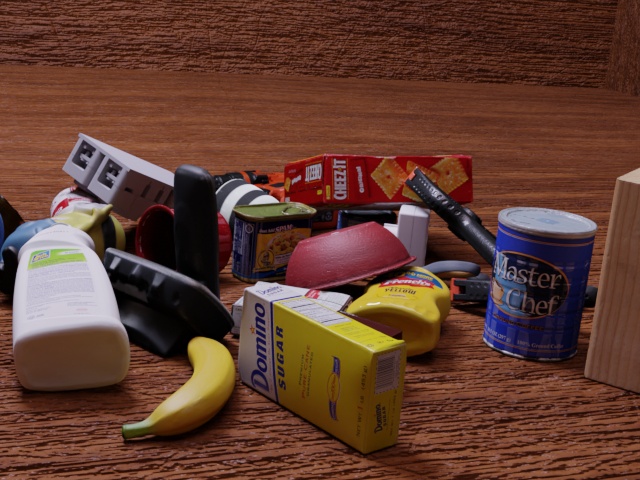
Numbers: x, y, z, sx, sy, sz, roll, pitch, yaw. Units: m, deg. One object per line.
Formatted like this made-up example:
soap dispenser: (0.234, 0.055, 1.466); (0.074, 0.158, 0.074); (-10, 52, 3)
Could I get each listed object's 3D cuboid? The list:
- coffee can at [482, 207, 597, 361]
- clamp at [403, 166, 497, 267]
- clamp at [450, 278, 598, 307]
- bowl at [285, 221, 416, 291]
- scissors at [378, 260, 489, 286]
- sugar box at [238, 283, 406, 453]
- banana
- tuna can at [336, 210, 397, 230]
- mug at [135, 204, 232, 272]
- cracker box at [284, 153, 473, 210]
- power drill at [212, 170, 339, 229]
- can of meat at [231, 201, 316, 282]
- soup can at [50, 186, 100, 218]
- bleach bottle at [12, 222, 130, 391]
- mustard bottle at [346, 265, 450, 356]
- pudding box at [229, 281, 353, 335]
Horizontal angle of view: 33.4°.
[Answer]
coffee can: (0.232, 0.045, 1.135); (0.103, 0.140, 0.103); (5, 15, -2)
clamp: (0.187, -0.015, 1.328); (0.210, 0.036, 0.164); (45, 9, 32)
clamp: (0.238, 0.062, 1.233); (0.171, 0.039, 0.120); (2, -10, -2)
bowl: (0.026, 0.016, 1.224); (0.162, 0.055, 0.162); (-15, 2, 0)
scissors: (0.108, 0.037, 1.294); (0.201, 0.016, 0.096); (6, -16, 0)
sugar box: (-0.004, 0.106, 0.926); (0.048, 0.093, 0.177); (-9, 20, -42)
banana: (-0.108, 0.123, 0.933); (0.070, 0.037, 0.197); (9, 16, 8)
tuna can: (0.067, -0.026, 1.536); (0.086, 0.034, 0.086); (5, 15, -2)
mug: (-0.166, 0.008, 1.266); (0.081, 0.093, 0.117); (-4, -19, -45)
cracker box: (0.075, -0.078, 1.447); (0.213, 0.072, 0.164); (0, -2, -20)
power drill: (-0.072, -0.065, 1.588); (0.184, 0.057, 0.188); (-6, 19, -35)
can of meat: (-0.058, 0.002, 1.302); (0.101, 0.084, 0.058); (-6, 19, -35)
soup can: (-0.306, -0.025, 1.349); (0.068, 0.068, 0.102); (1, 16, -16)
bleach bottle: (-0.241, 0.048, 1.025); (0.102, 0.068, 0.251); (-5, 27, -11)
mustard bottle: (0.092, 0.069, 1.158); (0.096, 0.058, 0.191); (4, 14, 14)
pudding box: (-0.029, 0.079, 1.120); (0.113, 0.039, 0.090); (7, 16, 13)
